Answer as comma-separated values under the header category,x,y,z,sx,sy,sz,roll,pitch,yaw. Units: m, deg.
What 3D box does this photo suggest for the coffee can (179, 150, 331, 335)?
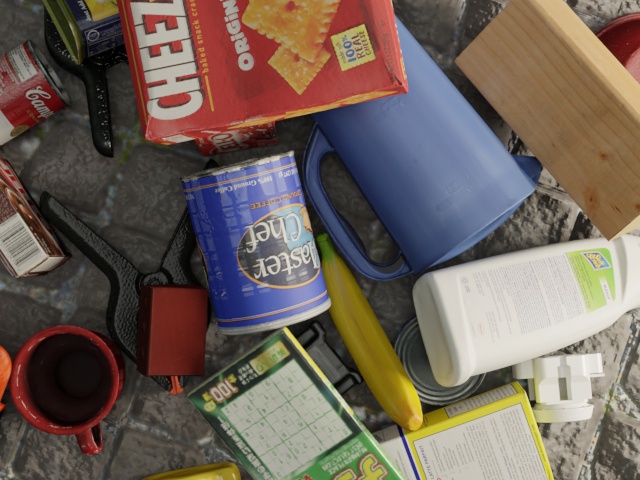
category,x,y,z,sx,sy,sz,roll,pitch,yaw
coffee can,-0.056,0.001,0.931,0.103,0.103,0.140,-14,97,-2

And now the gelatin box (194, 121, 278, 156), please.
category,x,y,z,sx,sy,sz,roll,pitch,yaw
gelatin box,-0.077,-0.102,0.950,0.073,0.089,0.030,-9,80,-1

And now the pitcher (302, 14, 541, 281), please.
category,x,y,z,sx,sy,sz,roll,pitch,yaw
pitcher,0.061,-0.092,0.937,0.149,0.145,0.243,-32,84,-42

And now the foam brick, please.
category,x,y,z,sx,sy,sz,roll,pitch,yaw
foam brick,-0.129,0.077,0.925,0.051,0.053,0.078,3,89,-18

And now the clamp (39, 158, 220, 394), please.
category,x,y,z,sx,sy,sz,roll,pitch,yaw
clamp,-0.163,0.036,0.964,0.164,0.036,0.210,-5,90,-12

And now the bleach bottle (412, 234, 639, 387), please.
category,x,y,z,sx,sy,sz,roll,pitch,yaw
bleach bottle,0.213,0.053,0.945,0.250,0.068,0.102,-11,76,-15

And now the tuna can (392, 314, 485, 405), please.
category,x,y,z,sx,sy,sz,roll,pitch,yaw
tuna can,0.108,0.106,0.973,0.086,0.034,0.086,0,88,-1

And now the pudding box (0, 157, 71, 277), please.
category,x,y,z,sx,sy,sz,roll,pitch,yaw
pudding box,-0.274,-0.022,0.944,0.039,0.090,0.113,-32,90,1

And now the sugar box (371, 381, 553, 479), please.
category,x,y,z,sx,sy,sz,roll,pitch,yaw
sugar box,0.109,0.199,0.942,0.176,0.048,0.093,-19,97,4

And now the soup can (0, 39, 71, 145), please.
category,x,y,z,sx,sy,sz,roll,pitch,yaw
soup can,-0.286,-0.126,0.959,0.102,0.068,0.068,-31,89,-2

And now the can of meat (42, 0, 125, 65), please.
category,x,y,z,sx,sy,sz,roll,pitch,yaw
can of meat,-0.197,-0.218,0.940,0.083,0.057,0.102,-25,77,-18

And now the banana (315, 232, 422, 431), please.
category,x,y,z,sx,sy,sz,roll,pitch,yaw
banana,0.039,0.088,0.941,0.037,0.069,0.198,-30,64,4

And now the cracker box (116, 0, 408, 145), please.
category,x,y,z,sx,sy,sz,roll,pitch,yaw
cracker box,-0.050,-0.178,0.857,0.214,0.072,0.164,-11,91,8

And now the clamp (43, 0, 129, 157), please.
category,x,y,z,sx,sy,sz,roll,pitch,yaw
clamp,-0.201,-0.161,0.973,0.171,0.039,0.120,42,72,6

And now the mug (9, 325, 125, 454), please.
category,x,y,z,sx,sy,sz,roll,pitch,yaw
mug,-0.214,0.131,0.943,0.093,0.081,0.117,-19,88,-2

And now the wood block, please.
category,x,y,z,sx,sy,sz,roll,pitch,yaw
wood block,0.225,-0.111,0.920,0.090,0.090,0.206,-46,74,28
